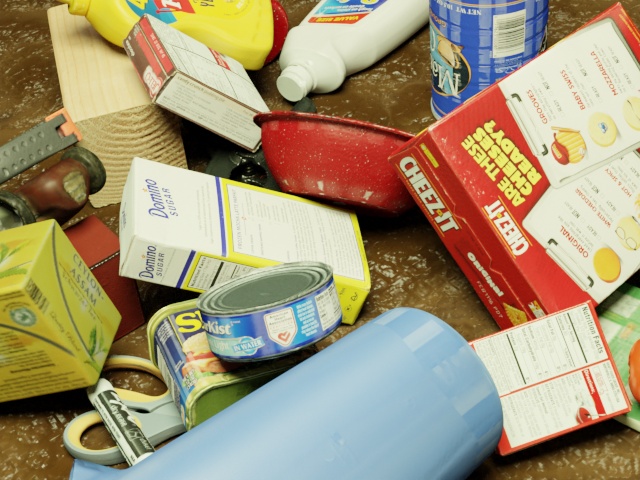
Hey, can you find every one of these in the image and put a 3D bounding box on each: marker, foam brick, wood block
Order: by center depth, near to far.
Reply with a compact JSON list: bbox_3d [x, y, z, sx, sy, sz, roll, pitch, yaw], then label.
[{"bbox_3d":[-0.133,0.116,0.698,0.020,0.020,0.121,-26,45,-21],"label":"marker"},{"bbox_3d":[-0.167,0.033,0.779,0.051,0.078,0.053,-31,49,-26],"label":"foam brick"},{"bbox_3d":[-0.185,-0.133,0.961,0.090,0.091,0.206,-15,42,-9],"label":"wood block"}]

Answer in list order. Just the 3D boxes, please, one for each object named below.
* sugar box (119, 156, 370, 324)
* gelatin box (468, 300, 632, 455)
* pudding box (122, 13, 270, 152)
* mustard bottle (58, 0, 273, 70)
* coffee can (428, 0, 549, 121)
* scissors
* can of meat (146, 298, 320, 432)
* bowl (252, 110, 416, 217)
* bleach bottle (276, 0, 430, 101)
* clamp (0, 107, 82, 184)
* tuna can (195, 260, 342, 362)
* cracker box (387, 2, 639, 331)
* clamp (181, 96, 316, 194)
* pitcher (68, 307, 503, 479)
[{"bbox_3d":[-0.055,0.001,0.769,0.176,0.048,0.093,12,36,-17],"label":"sugar box"},{"bbox_3d":[0.140,0.086,0.671,0.089,0.030,0.073,-19,81,0],"label":"gelatin box"},{"bbox_3d":[-0.099,-0.128,0.871,0.113,0.039,0.090,21,28,-41],"label":"pudding box"},{"bbox_3d":[-0.139,-0.204,0.923,0.191,0.058,0.096,5,58,-23],"label":"mustard bottle"},{"bbox_3d":[0.145,-0.175,0.922,0.103,0.140,0.103,-4,41,4],"label":"coffee can"},{"bbox_3d":[-0.084,0.128,0.704,0.202,0.016,0.096,17,48,25],"label":"scissors"},{"bbox_3d":[-0.053,0.081,0.702,0.102,0.057,0.084,-12,37,-19],"label":"can of meat"},{"bbox_3d":[0.021,-0.054,0.828,0.162,0.162,0.055,10,86,19],"label":"bowl"},{"bbox_3d":[0.045,-0.214,1.043,0.103,0.068,0.250,19,50,28],"label":"bleach bottle"},{"bbox_3d":[-0.287,-0.040,0.840,0.209,0.036,0.165,-33,13,-13],"label":"clamp"},{"bbox_3d":[-0.030,0.042,0.650,0.086,0.034,0.086,-13,14,3],"label":"tuna can"},{"bbox_3d":[0.177,-0.051,0.767,0.213,0.072,0.164,-35,91,-28],"label":"cracker box"},{"bbox_3d":[-0.071,-0.068,0.909,0.120,0.039,0.171,-1,41,9],"label":"clamp"},{"bbox_3d":[-0.006,0.148,0.598,0.242,0.149,0.145,-32,31,-30],"label":"pitcher"}]
